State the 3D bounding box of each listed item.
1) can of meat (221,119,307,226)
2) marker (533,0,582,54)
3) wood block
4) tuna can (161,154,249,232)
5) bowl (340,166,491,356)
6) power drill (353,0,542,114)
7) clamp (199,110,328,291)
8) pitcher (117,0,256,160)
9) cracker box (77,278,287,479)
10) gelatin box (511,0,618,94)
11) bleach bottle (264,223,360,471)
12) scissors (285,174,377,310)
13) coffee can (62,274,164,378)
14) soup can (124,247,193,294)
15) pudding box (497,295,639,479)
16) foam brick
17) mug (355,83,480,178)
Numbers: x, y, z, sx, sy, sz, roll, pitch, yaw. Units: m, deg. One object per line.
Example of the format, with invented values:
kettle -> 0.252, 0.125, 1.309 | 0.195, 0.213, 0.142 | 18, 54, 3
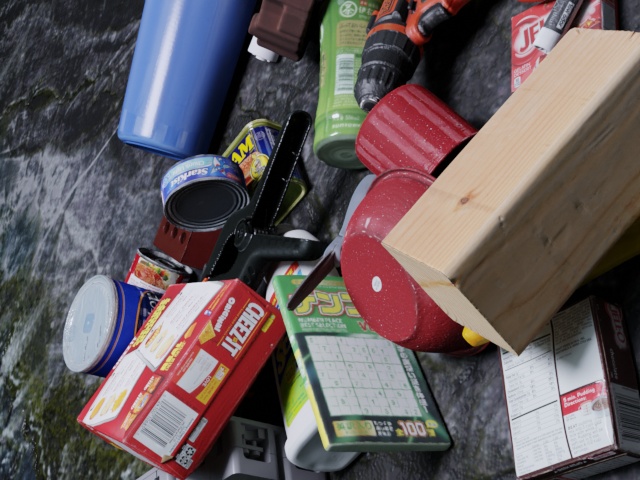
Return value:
can of meat -> -0.065, -0.061, 1.119 | 0.102, 0.057, 0.084 | -47, 44, 30
marker -> 0.199, -0.199, 0.815 | 0.020, 0.020, 0.121 | 34, 98, 54
wood block -> 0.152, -0.038, 0.720 | 0.206, 0.090, 0.091 | -48, 27, -6
tuna can -> -0.115, -0.047, 1.060 | 0.086, 0.086, 0.034 | -41, 48, 35
bowl -> 0.065, 0.027, 0.831 | 0.162, 0.055, 0.162 | 37, 139, 40
power drill -> 0.113, -0.201, 0.912 | 0.188, 0.057, 0.184 | -23, 36, 42
clamp -> -0.057, 0.001, 0.999 | 0.210, 0.036, 0.164 | -52, 34, 35
pitcher -> -0.159, -0.220, 1.274 | 0.145, 0.149, 0.243 | 14, 88, 40
cracker box -> -0.128, 0.120, 0.964 | 0.164, 0.072, 0.214 | -56, 16, -16
gelatin box -> 0.192, -0.159, 0.845 | 0.089, 0.030, 0.073 | -21, 57, 46
bleach bottle -> -0.012, 0.081, 0.976 | 0.103, 0.068, 0.251 | -53, 36, 27
scissors -> 0.018, 0.022, 0.897 | 0.016, 0.096, 0.201 | 10, 44, 21
coffee can -> -0.184, 0.103, 1.124 | 0.103, 0.140, 0.103 | -28, 53, 44
soup can -> -0.197, 0.068, 1.221 | 0.069, 0.068, 0.102 | 35, 102, 54
pudding box -> 0.172, 0.106, 0.739 | 0.090, 0.039, 0.113 | -33, 47, 42
foam brick -> -0.143, -0.002, 1.197 | 0.078, 0.051, 0.053 | 26, 95, 54
mug -> 0.085, -0.069, 0.885 | 0.093, 0.117, 0.082 | -40, 63, -12
